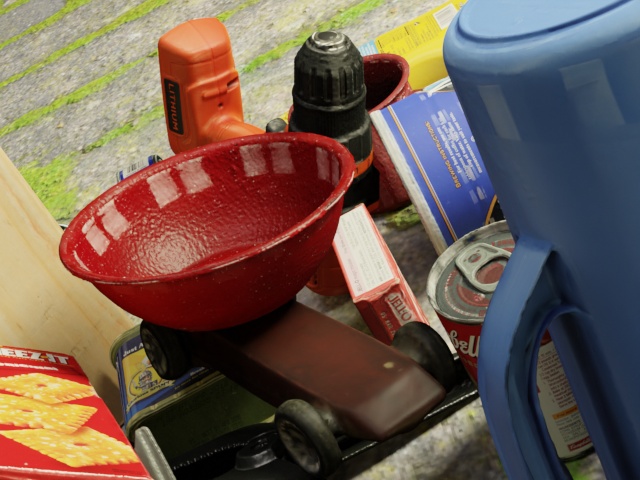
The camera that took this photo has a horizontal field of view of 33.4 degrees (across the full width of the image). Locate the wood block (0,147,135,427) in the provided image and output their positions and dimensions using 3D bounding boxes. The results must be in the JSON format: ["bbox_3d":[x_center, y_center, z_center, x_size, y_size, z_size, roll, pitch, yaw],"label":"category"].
[{"bbox_3d":[-0.202,0.037,0.677,0.091,0.206,0.090,5,46,43],"label":"wood block"}]

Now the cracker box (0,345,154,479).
[{"bbox_3d":[-0.139,0.148,0.480,0.214,0.072,0.164,-161,82,-69],"label":"cracker box"}]

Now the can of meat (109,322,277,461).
[{"bbox_3d":[-0.074,0.083,0.652,0.102,0.057,0.084,-29,33,2],"label":"can of meat"}]

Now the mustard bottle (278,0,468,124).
[{"bbox_3d":[0.053,-0.129,0.842,0.192,0.058,0.096,-25,33,8],"label":"mustard bottle"}]

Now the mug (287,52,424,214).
[{"bbox_3d":[0.046,-0.075,0.750,0.117,0.081,0.093,-10,37,29],"label":"mug"}]

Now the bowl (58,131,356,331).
[{"bbox_3d":[-0.054,0.001,0.569,0.162,0.055,0.162,-13,26,6],"label":"bowl"}]

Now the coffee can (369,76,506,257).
[{"bbox_3d":[0.115,-0.064,0.659,0.140,0.102,0.103,-27,32,6],"label":"coffee can"}]

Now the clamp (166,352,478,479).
[{"bbox_3d":[-0.023,0.122,0.544,0.210,0.036,0.164,-19,11,22],"label":"clamp"}]

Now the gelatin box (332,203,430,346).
[{"bbox_3d":[0.038,0.031,0.616,0.030,0.073,0.089,-28,32,4],"label":"gelatin box"}]

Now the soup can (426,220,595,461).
[{"bbox_3d":[0.101,0.049,0.512,0.068,0.102,0.068,-21,33,14],"label":"soup can"}]

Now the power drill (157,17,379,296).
[{"bbox_3d":[-0.035,-0.076,0.690,0.057,0.184,0.188,-24,44,-27],"label":"power drill"}]
